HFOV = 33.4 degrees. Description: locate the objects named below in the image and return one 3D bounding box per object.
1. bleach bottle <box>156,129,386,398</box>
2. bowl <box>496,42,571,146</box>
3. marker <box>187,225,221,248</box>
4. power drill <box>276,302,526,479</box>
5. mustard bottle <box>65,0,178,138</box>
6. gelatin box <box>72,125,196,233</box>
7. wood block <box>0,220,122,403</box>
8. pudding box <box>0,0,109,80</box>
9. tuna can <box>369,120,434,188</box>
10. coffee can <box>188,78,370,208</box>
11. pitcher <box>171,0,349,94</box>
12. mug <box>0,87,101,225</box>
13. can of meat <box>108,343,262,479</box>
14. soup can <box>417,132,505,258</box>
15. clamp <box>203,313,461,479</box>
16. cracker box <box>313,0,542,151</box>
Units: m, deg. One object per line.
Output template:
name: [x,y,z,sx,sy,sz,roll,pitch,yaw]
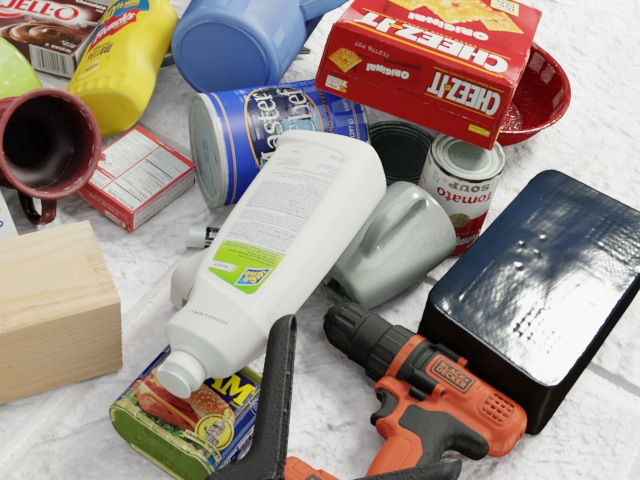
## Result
bleach bottle: [-0.048,0.017,0.818,0.103,0.068,0.250,11,48,33]
bowl: [0.167,-0.146,1.079,0.162,0.055,0.162,5,49,-6]
marker: [-0.056,0.001,0.938,0.121,0.020,0.020,5,49,-5]
power drill: [0.039,0.142,0.807,0.185,0.057,0.187,31,52,21]
mustard bottle: [-0.184,-0.187,1.023,0.096,0.058,0.191,-17,44,35]
gelatin box: [-0.168,-0.056,0.962,0.073,0.030,0.089,34,52,17]
wood block: [-0.261,0.066,0.801,0.205,0.091,0.090,-15,53,-20]
pudding box: [-0.279,-0.212,1.073,0.113,0.039,0.090,18,49,6]
tuna can: [0.071,-0.073,1.014,0.086,0.034,0.086,5,49,-5]
coffee can: [-0.039,-0.091,0.965,0.140,0.103,0.103,-11,52,-18]
pitcher: [-0.046,-0.243,1.056,0.145,0.149,0.242,31,46,-9]
mug: [-0.246,-0.071,0.915,0.093,0.117,0.082,-14,13,-36]
can of meat: [-0.095,0.128,0.798,0.102,0.057,0.083,31,53,16]
soup can: [0.120,-0.043,0.950,0.068,0.102,0.068,5,49,-6]
clamp: [-0.032,0.164,0.722,0.210,0.036,0.165,-43,69,-1]
cracker box: [0.106,-0.178,0.975,0.164,0.072,0.213,20,32,7]
